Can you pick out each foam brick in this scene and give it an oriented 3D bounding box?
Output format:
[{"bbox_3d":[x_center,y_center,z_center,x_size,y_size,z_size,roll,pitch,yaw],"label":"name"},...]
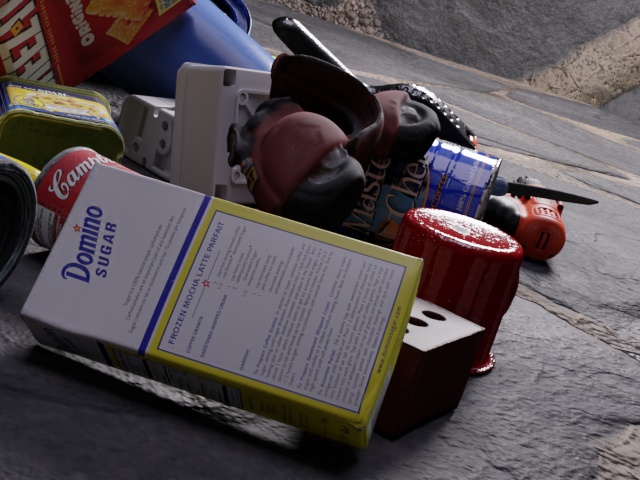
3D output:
[{"bbox_3d":[0.045,0.067,0.586,0.053,0.051,0.078,25,18,28],"label":"foam brick"}]

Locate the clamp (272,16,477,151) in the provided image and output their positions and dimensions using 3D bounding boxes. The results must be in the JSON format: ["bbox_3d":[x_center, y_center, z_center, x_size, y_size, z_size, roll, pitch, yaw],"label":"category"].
[{"bbox_3d":[0.035,-0.098,0.957,0.210,0.165,0.036,18,40,-7],"label":"clamp"}]

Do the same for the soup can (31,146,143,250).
[{"bbox_3d":[-0.117,-0.007,0.641,0.102,0.068,0.068,25,18,25],"label":"soup can"}]

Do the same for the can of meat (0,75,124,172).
[{"bbox_3d":[-0.207,-0.083,0.825,0.102,0.057,0.084,8,20,-25],"label":"can of meat"}]

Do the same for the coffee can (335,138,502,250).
[{"bbox_3d":[0.065,-0.041,0.875,0.140,0.103,0.102,20,16,9],"label":"coffee can"}]

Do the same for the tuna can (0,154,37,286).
[{"bbox_3d":[-0.184,-0.007,0.541,0.034,0.086,0.086,24,17,18],"label":"tuna can"}]

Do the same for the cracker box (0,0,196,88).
[{"bbox_3d":[-0.205,-0.211,0.880,0.072,0.164,0.213,41,67,19],"label":"cracker box"}]

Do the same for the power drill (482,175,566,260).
[{"bbox_3d":[0.149,-0.049,1.065,0.187,0.057,0.184,17,17,0],"label":"power drill"}]

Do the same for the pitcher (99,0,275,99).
[{"bbox_3d":[-0.139,-0.193,1.040,0.243,0.149,0.144,40,8,17],"label":"pitcher"}]

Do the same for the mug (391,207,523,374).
[{"bbox_3d":[0.091,0.030,0.700,0.117,0.081,0.093,3,21,-40],"label":"mug"}]

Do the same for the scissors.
[{"bbox_3d":[0.143,-0.040,0.968,0.201,0.096,0.016,20,46,-19],"label":"scissors"}]

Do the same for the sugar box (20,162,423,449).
[{"bbox_3d":[-0.047,0.031,0.530,0.176,0.093,0.048,16,-25,11],"label":"sugar box"}]
